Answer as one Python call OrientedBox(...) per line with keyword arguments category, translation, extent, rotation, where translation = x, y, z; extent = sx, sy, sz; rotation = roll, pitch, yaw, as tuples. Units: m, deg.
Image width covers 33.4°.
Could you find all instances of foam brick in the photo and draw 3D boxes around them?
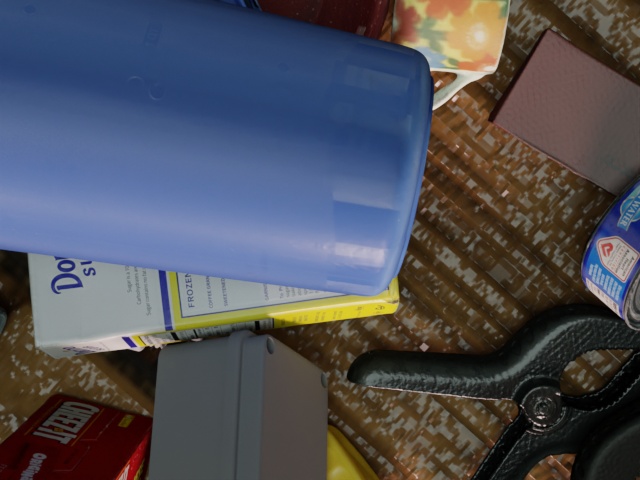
OrientedBox(category="foam brick", translation=(0.128, -0.061, 0.525), extent=(0.078, 0.051, 0.053), rotation=(32, 100, 1))

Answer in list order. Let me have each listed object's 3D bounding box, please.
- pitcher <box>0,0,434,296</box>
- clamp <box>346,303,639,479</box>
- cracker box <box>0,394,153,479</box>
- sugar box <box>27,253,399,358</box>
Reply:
OrientedBox(category="pitcher", translation=(-0.078, -0.059, 0.458), extent=(0.243, 0.145, 0.149), rotation=(10, 114, -1))
OrientedBox(category="clamp", translation=(0.102, 0.076, 0.552), extent=(0.171, 0.039, 0.120), rotation=(-35, 106, 3))
OrientedBox(category="cracker box", translation=(-0.152, 0.204, 0.533), extent=(0.072, 0.164, 0.214), rotation=(14, 99, 1))
OrientedBox(category="sugar box", translation=(-0.053, 0.001, 0.530), extent=(0.176, 0.048, 0.093), rotation=(-7, 76, -1))
